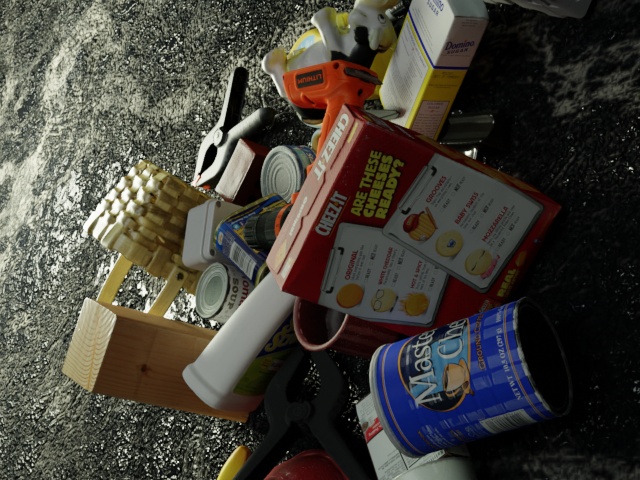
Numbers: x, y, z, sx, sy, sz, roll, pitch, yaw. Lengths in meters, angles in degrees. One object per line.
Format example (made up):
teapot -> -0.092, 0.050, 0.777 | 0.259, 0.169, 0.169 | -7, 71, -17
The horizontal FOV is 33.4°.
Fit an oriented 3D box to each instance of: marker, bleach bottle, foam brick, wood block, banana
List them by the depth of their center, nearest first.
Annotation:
bleach bottle -> -0.040, 0.070, 1.160 | 0.068, 0.102, 0.251 | 41, 101, 30
banana -> -0.102, 0.334, 1.200 | 0.070, 0.037, 0.198 | -19, 60, 27
wood block -> -0.176, 0.140, 1.232 | 0.090, 0.205, 0.091 | 18, 89, 54
marker -> 0.064, -0.253, 1.245 | 0.121, 0.020, 0.020 | -25, 56, 45
foam brick -> -0.086, -0.079, 1.339 | 0.051, 0.052, 0.078 | 44, 112, 51

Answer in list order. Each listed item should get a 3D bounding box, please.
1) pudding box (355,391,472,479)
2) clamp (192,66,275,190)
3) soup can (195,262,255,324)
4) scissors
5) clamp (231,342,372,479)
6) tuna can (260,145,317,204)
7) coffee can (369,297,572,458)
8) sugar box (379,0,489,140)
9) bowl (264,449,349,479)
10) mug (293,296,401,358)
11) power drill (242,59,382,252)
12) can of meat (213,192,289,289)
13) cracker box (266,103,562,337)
pudding box -> 0.086, 0.181, 1.015 | 0.090, 0.039, 0.113 | -44, 46, 29
clamp -> -0.116, -0.135, 1.414 | 0.172, 0.039, 0.120 | -66, 32, 18
soup can -> -0.085, 0.069, 1.232 | 0.069, 0.102, 0.068 | -26, 55, 45
scissors -> 0.032, -0.119, 1.193 | 0.202, 0.016, 0.096 | 28, 134, 52
clamp -> -0.008, 0.189, 1.101 | 0.165, 0.036, 0.210 | -4, 48, 23
tuna can -> -0.035, -0.070, 1.266 | 0.086, 0.033, 0.086 | 1, 92, 53
coffee can -> 0.127, 0.118, 0.905 | 0.140, 0.102, 0.103 | -23, 57, 28
sugar box -> 0.112, -0.185, 1.080 | 0.176, 0.048, 0.093 | 114, 149, -46
bowl -> -0.032, 0.294, 1.107 | 0.162, 0.055, 0.162 | -25, 56, 44
mug -> 0.039, 0.069, 1.087 | 0.117, 0.081, 0.093 | -41, 46, 36
power drill -> -0.008, -0.078, 1.075 | 0.185, 0.057, 0.187 | -4, 80, 47
can of meat -> -0.058, 0.002, 1.203 | 0.084, 0.101, 0.057 | 44, 142, 25
cracker box -> 0.082, -0.005, 0.949 | 0.164, 0.213, 0.072 | -63, 25, 13
